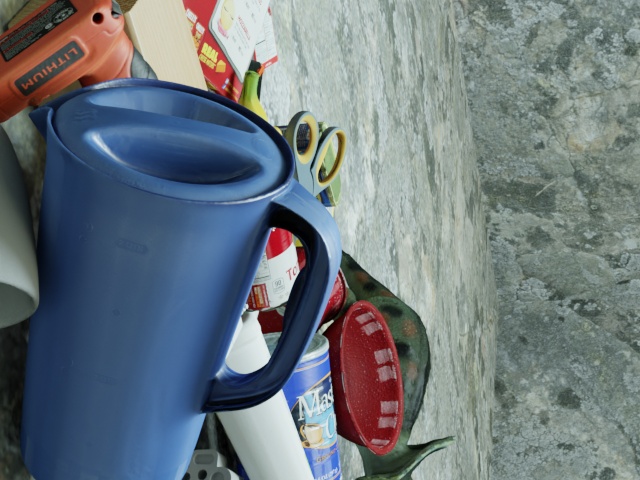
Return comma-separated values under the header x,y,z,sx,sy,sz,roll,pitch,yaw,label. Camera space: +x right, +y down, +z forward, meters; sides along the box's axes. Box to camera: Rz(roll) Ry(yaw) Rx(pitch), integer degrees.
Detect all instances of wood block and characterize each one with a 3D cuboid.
x,y,z,sx,sy,sz,roll,pitch,yaw,label
-0.132,-0.081,0.760,0.090,0.090,0.206,-73,155,-52,wood block

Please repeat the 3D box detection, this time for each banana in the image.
x,y,z,sx,sy,sz,roll,pitch,yaw,label
-0.055,-0.092,0.974,0.198,0.037,0.069,82,29,-82,banana

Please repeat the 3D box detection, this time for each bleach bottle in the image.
x,y,z,sx,sy,sz,roll,pitch,yaw,label
-0.042,0.186,0.929,0.102,0.068,0.251,-137,-156,-81,bleach bottle

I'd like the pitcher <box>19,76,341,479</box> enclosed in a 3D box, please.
x,y,z,sx,sy,sz,roll,pitch,yaw,label
-0.097,0.042,0.619,0.149,0.144,0.243,52,-45,44,pitcher

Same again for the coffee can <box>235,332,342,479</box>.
x,y,z,sx,sy,sz,roll,pitch,yaw,label
-0.036,0.169,1.032,0.102,0.103,0.140,-38,123,-72,coffee can

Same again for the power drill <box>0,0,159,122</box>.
x,y,z,sx,sy,sz,roll,pitch,yaw,label
-0.140,-0.049,0.666,0.187,0.184,0.057,55,-6,-39,power drill

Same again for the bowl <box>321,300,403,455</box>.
x,y,z,sx,sy,sz,roll,pitch,yaw,label
0.033,0.146,1.120,0.162,0.055,0.162,39,46,-55,bowl

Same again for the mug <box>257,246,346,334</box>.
x,y,z,sx,sy,sz,roll,pitch,yaw,label
-0.028,0.073,1.122,0.081,0.093,0.117,-44,136,-64,mug

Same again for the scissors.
x,y,z,sx,sy,sz,roll,pitch,yaw,label
-0.029,-0.044,1.067,0.096,0.016,0.201,51,57,-40,scissors
